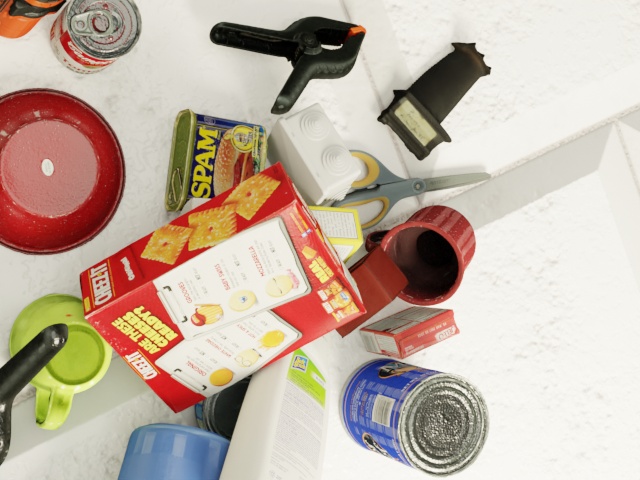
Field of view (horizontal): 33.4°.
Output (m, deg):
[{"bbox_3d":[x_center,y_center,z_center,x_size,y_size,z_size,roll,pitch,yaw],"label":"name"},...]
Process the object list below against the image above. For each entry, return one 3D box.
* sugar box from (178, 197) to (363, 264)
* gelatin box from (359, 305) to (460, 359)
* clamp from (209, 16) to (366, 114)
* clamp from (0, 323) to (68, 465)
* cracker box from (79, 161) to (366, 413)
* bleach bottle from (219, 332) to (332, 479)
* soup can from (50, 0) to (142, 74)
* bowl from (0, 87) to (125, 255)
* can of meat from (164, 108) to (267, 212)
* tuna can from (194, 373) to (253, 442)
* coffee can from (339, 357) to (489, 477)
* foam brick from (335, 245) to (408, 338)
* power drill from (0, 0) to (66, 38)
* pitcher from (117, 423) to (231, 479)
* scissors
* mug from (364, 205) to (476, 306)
[{"bbox_3d":[-0.057,0.001,1.060,0.176,0.093,0.048,6,58,-22],"label":"sugar box"},{"bbox_3d":[0.094,0.096,1.125,0.073,0.089,0.030,-21,98,-21],"label":"gelatin box"},{"bbox_3d":[-0.027,-0.196,1.086,0.120,0.039,0.171,48,47,9],"label":"clamp"},{"bbox_3d":[-0.295,0.138,0.948,0.036,0.165,0.210,8,96,-50],"label":"clamp"},{"bbox_3d":[-0.088,0.047,0.990,0.214,0.072,0.164,-28,131,5],"label":"cracker box"},{"bbox_3d":[-0.028,0.165,1.040,0.102,0.068,0.250,46,40,-30],"label":"bleach bottle"},{"bbox_3d":[-0.211,-0.194,0.992,0.068,0.102,0.068,0,90,-23],"label":"soup can"},{"bbox_3d":[-0.257,-0.066,1.000,0.161,0.055,0.162,0,90,-22],"label":"bowl"},{"bbox_3d":[-0.103,-0.073,1.063,0.083,0.058,0.102,8,87,-25],"label":"can of meat"},{"bbox_3d":[-0.083,0.170,1.083,0.086,0.034,0.086,0,90,-22],"label":"tuna can"},{"bbox_3d":[0.094,0.179,1.098,0.102,0.140,0.103,0,90,-23],"label":"coffee can"},{"bbox_3d":[0.042,0.052,1.093,0.051,0.078,0.052,50,31,0],"label":"foam brick"},{"bbox_3d":[-0.269,-0.289,0.935,0.057,0.185,0.187,-14,87,-36],"label":"power drill"},{"bbox_3d":[-0.148,0.293,0.971,0.144,0.149,0.242,26,61,-32],"label":"pitcher"},{"bbox_3d":[0.091,-0.074,1.164,0.201,0.016,0.096,-25,100,-20],"label":"scissors"},{"bbox_3d":[0.105,0.010,1.128,0.081,0.117,0.093,-41,136,-60],"label":"mug"}]
